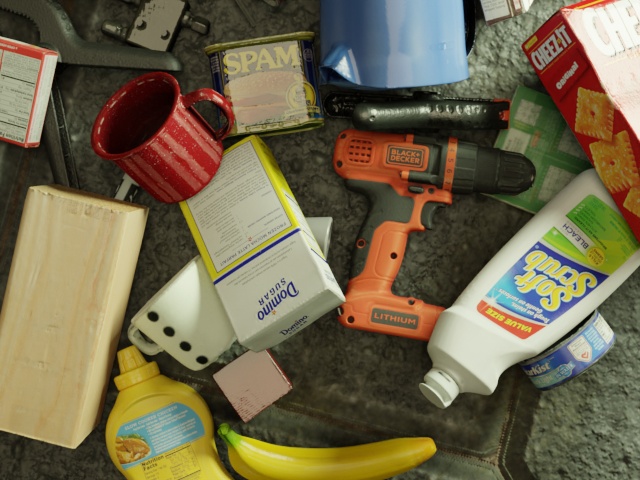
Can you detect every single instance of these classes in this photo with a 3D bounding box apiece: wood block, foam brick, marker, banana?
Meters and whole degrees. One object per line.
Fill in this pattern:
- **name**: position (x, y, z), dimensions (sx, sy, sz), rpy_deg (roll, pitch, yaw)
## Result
- **wood block**: position (-0.223, 0.062, 0.931), dimensions (0.090, 0.091, 0.206), rpy_deg (14, 96, 0)
- **foam brick**: position (-0.059, 0.125, 0.952), dimensions (0.053, 0.078, 0.051), rpy_deg (-35, 87, -3)
- **marker**: position (-0.184, -0.037, 0.986), dimensions (0.020, 0.020, 0.121), rpy_deg (27, 87, 0)
- **banana**: position (0.002, 0.198, 0.958), dimensions (0.197, 0.070, 0.037), rpy_deg (4, 54, -11)

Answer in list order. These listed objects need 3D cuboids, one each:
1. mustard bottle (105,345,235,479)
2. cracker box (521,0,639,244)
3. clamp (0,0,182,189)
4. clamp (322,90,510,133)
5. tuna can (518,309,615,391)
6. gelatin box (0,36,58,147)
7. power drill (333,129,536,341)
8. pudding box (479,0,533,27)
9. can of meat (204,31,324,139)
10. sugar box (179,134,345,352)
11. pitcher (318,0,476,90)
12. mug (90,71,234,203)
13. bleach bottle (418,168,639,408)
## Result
- **mustard bottle**: position (-0.139, 0.185, 0.957), dimensions (0.096, 0.058, 0.191), rpy_deg (-23, 88, -4)
- **cracker box**: position (0.300, -0.117, 0.930), dimensions (0.163, 0.072, 0.214), rpy_deg (-22, 79, -29)
- **clamp**: position (-0.239, -0.167, 0.978), dimensions (0.164, 0.036, 0.210), rpy_deg (-42, 87, 7)
- **clamp**: position (0.091, -0.113, 0.951), dimensions (0.171, 0.120, 0.039), rpy_deg (-1, 109, -4)
- **tuna can**: position (0.220, 0.097, 0.955), dimensions (0.086, 0.086, 0.034), rpy_deg (-36, 90, -3)
- **gelatin box**: position (-0.281, -0.134, 0.955), dimensions (0.073, 0.030, 0.089), rpy_deg (16, 102, 11)
- **power drill**: position (0.094, -0.004, 0.968), dimensions (0.184, 0.057, 0.187), rpy_deg (8, 84, 7)
- **pudding box**: position (0.158, -0.244, 0.946), dimensions (0.039, 0.113, 0.090), rpy_deg (-14, 104, 18)
- **can of meat**: position (-0.050, -0.139, 0.976), dimensions (0.102, 0.057, 0.084), rpy_deg (-8, 90, -1)
- **sugar box**: position (-0.056, 0.001, 0.931), dimensions (0.093, 0.048, 0.176), rpy_deg (-32, 62, 10)
- **pitcher**: position (0.066, -0.254, 0.922), dimensions (0.145, 0.149, 0.243), rpy_deg (-2, 104, 4)
- **mug**: position (-0.129, -0.091, 0.930), dimensions (0.117, 0.081, 0.093), rpy_deg (-29, 46, 14)
- **bleach bottle**: position (0.184, 0.053, 0.923), dimensions (0.102, 0.068, 0.250), rpy_deg (45, 73, 2)
